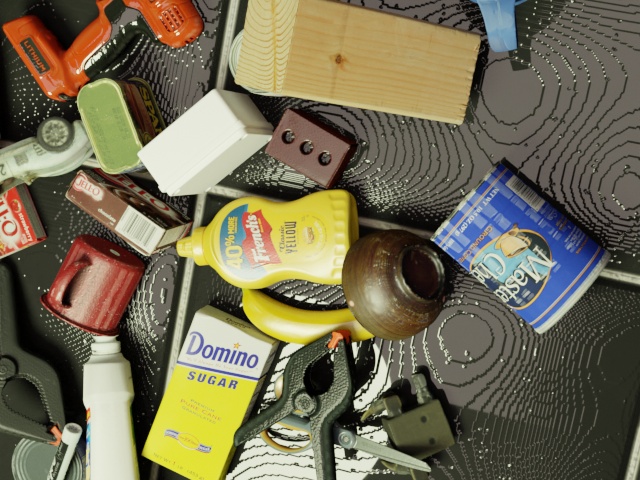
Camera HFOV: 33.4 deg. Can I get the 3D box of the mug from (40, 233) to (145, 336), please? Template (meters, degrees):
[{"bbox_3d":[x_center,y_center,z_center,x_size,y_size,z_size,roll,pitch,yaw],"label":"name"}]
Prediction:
[{"bbox_3d":[-0.245,0.045,1.135,0.093,0.117,0.081,30,97,20],"label":"mug"}]

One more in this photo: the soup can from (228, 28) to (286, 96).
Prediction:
[{"bbox_3d":[-0.046,-0.179,1.068,0.068,0.102,0.068,1,96,13],"label":"soup can"}]

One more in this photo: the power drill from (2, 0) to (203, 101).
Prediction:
[{"bbox_3d":[-0.240,-0.250,1.127,0.188,0.057,0.184,-33,88,14],"label":"power drill"}]

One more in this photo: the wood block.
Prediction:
[{"bbox_3d":[0.037,-0.171,0.995,0.090,0.205,0.091,25,106,55],"label":"wood block"}]

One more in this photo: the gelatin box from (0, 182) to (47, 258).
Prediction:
[{"bbox_3d":[-0.358,-0.029,1.194,0.073,0.030,0.089,-21,92,14],"label":"gelatin box"}]

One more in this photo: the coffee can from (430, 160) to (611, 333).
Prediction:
[{"bbox_3d":[0.193,0.006,1.033,0.140,0.102,0.103,41,103,6],"label":"coffee can"}]

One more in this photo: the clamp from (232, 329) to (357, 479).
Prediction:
[{"bbox_3d":[-0.021,0.167,1.100,0.120,0.039,0.171,17,95,11],"label":"clamp"}]

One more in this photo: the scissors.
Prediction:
[{"bbox_3d":[0.022,0.186,1.112,0.202,0.016,0.096,-3,87,30],"label":"scissors"}]

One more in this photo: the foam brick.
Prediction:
[{"bbox_3d":[-0.009,-0.095,1.094,0.078,0.051,0.053,30,102,8],"label":"foam brick"}]

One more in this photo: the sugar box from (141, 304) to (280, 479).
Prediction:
[{"bbox_3d":[-0.119,0.169,1.153,0.093,0.048,0.176,23,102,9],"label":"sugar box"}]

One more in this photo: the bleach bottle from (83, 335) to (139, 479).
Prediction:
[{"bbox_3d":[-0.229,0.229,1.169,0.068,0.103,0.251,-3,88,-13],"label":"bleach bottle"}]

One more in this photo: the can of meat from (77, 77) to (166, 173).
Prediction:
[{"bbox_3d":[-0.206,-0.120,1.121,0.057,0.084,0.102,-20,91,14],"label":"can of meat"}]

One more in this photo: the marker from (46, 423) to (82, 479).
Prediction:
[{"bbox_3d":[-0.286,0.251,1.167,0.020,0.020,0.121,28,114,8],"label":"marker"}]

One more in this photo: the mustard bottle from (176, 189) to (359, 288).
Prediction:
[{"bbox_3d":[-0.057,0.001,1.113,0.192,0.058,0.096,-4,84,14],"label":"mustard bottle"}]

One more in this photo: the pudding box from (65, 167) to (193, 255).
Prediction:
[{"bbox_3d":[-0.200,-0.034,1.127,0.113,0.090,0.039,37,104,6],"label":"pudding box"}]

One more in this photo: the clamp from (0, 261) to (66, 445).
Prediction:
[{"bbox_3d":[-0.361,0.147,1.169,0.164,0.036,0.210,-34,86,-24],"label":"clamp"}]

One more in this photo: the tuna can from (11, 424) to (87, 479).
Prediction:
[{"bbox_3d":[-0.304,0.254,1.212,0.086,0.033,0.086,2,97,13],"label":"tuna can"}]

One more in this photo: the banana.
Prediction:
[{"bbox_3d":[0.000,0.078,1.120,0.198,0.037,0.069,7,98,12],"label":"banana"}]
